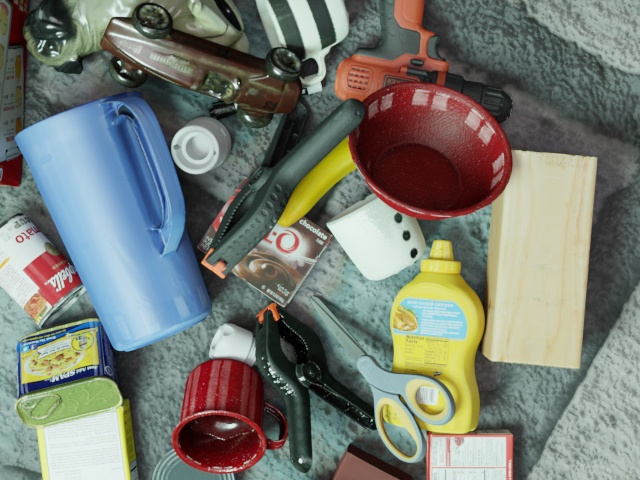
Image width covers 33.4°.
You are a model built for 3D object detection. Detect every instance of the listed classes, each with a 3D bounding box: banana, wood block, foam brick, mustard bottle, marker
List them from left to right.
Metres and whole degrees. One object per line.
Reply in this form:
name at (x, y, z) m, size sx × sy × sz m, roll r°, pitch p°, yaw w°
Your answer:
marker at (-0.058, -0.150, 1.117) m, size 0.121 × 0.020 × 0.020 m, roll -16°, pitch 89°, yaw 1°
banana at (0.033, -0.080, 1.091) m, size 0.197 × 0.037 × 0.070 m, roll -26°, pitch 47°, yaw -8°
foam brick at (0.050, 0.252, 1.096) m, size 0.078 × 0.051 × 0.053 m, roll 28°, pitch 91°, yaw 1°
mustard bottle at (0.118, 0.095, 1.088) m, size 0.096 × 0.058 × 0.191 m, roll 3°, pitch 89°, yaw 29°
wood block at (0.217, 0.018, 1.075) m, size 0.090 × 0.091 × 0.206 m, roll 5°, pitch 90°, yaw 1°

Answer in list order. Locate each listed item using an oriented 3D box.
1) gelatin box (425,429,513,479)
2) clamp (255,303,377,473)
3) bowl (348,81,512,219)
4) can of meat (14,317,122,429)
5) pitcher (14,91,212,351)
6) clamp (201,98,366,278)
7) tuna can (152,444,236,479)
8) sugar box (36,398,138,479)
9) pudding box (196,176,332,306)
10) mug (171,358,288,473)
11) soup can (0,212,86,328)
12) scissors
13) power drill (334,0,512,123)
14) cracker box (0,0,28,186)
gelatin box at (0.154, 0.234, 1.106) m, size 0.089 × 0.030 × 0.073 m, roll 0°, pitch 91°, yaw 1°
clamp at (-0.021, 0.148, 1.080) m, size 0.171 × 0.120 × 0.039 m, roll 52°, pitch 131°, yaw 4°
bowl at (0.101, -0.076, 1.035) m, size 0.162 × 0.055 × 0.162 m, roll 5°, pitch 57°, yaw -8°
can of meat at (-0.257, 0.133, 1.080) m, size 0.102 × 0.057 × 0.084 m, roll -14°, pitch 48°, yaw -3°
pitcher at (-0.193, -0.020, 1.060) m, size 0.145 × 0.149 × 0.243 m, roll -22°, pitch 93°, yaw 0°
clamp at (-0.041, -0.057, 1.027) m, size 0.036 × 0.165 × 0.210 m, roll 37°, pitch 75°, yaw -21°
tuna can at (-0.130, 0.251, 1.108) m, size 0.086 × 0.034 × 0.086 m, roll 0°, pitch 90°, yaw 1°
sugar box at (-0.236, 0.258, 1.105) m, size 0.093 × 0.048 × 0.176 m, roll -6°, pitch 92°, yaw 3°
pudding box at (-0.057, 0.001, 1.106) m, size 0.113 × 0.039 × 0.090 m, roll 34°, pitch 89°, yaw 0°
mug at (-0.087, 0.176, 1.073) m, size 0.117 × 0.081 × 0.093 m, roll 16°, pitch 127°, yaw -11°
soup can at (-0.296, 0.030, 1.096) m, size 0.068 × 0.068 × 0.102 m, roll -44°, pitch 89°, yaw 0°
scissors at (0.066, 0.123, 1.074) m, size 0.096 × 0.016 × 0.202 m, roll -33°, pitch 71°, yaw 24°
power drill at (0.118, -0.217, 1.094) m, size 0.184 × 0.057 × 0.187 m, roll 11°, pitch 90°, yaw 1°
cracker box at (-0.348, -0.164, 1.050) m, size 0.072 × 0.164 × 0.214 m, roll 3°, pitch 89°, yaw 2°
